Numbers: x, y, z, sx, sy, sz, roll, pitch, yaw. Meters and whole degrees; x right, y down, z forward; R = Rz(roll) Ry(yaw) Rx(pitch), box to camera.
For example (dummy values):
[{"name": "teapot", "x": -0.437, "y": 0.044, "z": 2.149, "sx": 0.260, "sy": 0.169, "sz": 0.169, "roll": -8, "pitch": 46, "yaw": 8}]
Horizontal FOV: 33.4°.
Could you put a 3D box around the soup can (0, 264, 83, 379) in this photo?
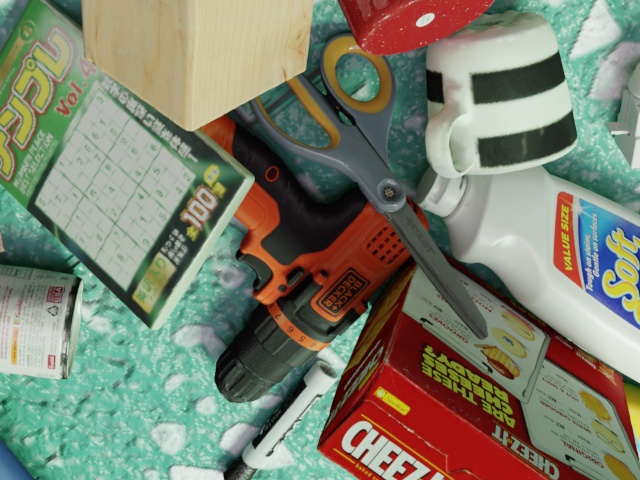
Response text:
[{"name": "soup can", "x": -0.205, "y": 0.049, "z": 0.672, "sx": 0.102, "sy": 0.068, "sz": 0.068, "roll": 8, "pitch": 115, "yaw": -8}]

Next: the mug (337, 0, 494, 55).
[{"name": "mug", "x": 0.053, "y": -0.155, "z": 0.555, "sx": 0.117, "sy": 0.093, "sz": 0.081, "roll": -26, "pitch": 79, "yaw": 24}]

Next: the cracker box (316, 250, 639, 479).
[{"name": "cracker box", "x": 0.096, "y": 0.098, "z": 0.613, "sx": 0.164, "sy": 0.213, "sz": 0.072, "roll": 35, "pitch": 110, "yaw": -1}]

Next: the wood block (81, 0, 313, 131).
[{"name": "wood block", "x": -0.057, "y": -0.171, "z": 0.513, "sx": 0.090, "sy": 0.090, "sz": 0.206, "roll": 35, "pitch": 140, "yaw": 25}]

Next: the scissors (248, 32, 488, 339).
[{"name": "scissors", "x": 0.045, "y": -0.043, "z": 0.613, "sx": 0.202, "sy": 0.016, "sz": 0.096, "roll": 42, "pitch": 68, "yaw": 5}]

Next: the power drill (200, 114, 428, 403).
[{"name": "power drill", "x": -0.054, "y": 0.001, "z": 0.666, "sx": 0.187, "sy": 0.057, "sz": 0.185, "roll": 37, "pitch": 108, "yaw": -21}]

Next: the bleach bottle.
[{"name": "bleach bottle", "x": 0.171, "y": 0.025, "z": 0.671, "sx": 0.250, "sy": 0.068, "sz": 0.102, "roll": 26, "pitch": 73, "yaw": -13}]

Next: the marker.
[{"name": "marker", "x": -0.031, "y": 0.133, "z": 0.750, "sx": 0.020, "sy": 0.020, "sz": 0.121, "roll": 32, "pitch": 110, "yaw": -17}]
